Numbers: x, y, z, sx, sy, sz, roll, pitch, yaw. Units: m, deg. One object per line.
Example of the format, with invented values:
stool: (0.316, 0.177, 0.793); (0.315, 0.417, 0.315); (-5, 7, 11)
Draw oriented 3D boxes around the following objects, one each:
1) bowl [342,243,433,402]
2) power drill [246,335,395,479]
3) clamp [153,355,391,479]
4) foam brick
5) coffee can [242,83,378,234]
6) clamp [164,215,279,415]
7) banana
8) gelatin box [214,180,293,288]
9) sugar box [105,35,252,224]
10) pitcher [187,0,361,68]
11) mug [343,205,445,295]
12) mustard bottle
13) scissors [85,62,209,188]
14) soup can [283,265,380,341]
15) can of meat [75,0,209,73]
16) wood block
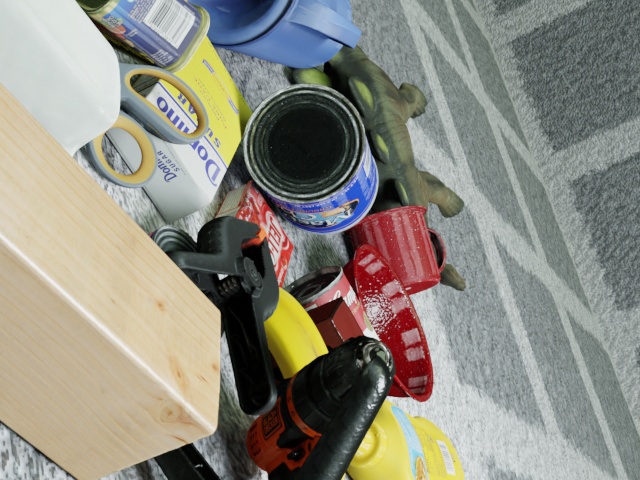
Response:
bowl: (0.049, 0.087, 1.022); (0.162, 0.055, 0.162); (53, 23, -33)
power drill: (0.009, 0.169, 0.671); (0.057, 0.185, 0.187); (3, 62, -21)
clamp: (-0.025, 0.166, 0.604); (0.036, 0.165, 0.210); (24, 54, -71)
foam brick: (-0.008, 0.087, 0.835); (0.053, 0.078, 0.051); (60, 20, -9)
coffee can: (-0.005, -0.068, 0.939); (0.140, 0.103, 0.103); (54, 15, -78)
clamp: (-0.064, 0.025, 0.709); (0.171, 0.039, 0.120); (-94, 158, -60)
banana: (-0.017, 0.107, 0.793); (0.037, 0.070, 0.198); (-26, 92, -49)
gelatin box: (-0.056, 0.001, 0.884); (0.073, 0.030, 0.089); (59, 20, -20)
sugar box: (-0.107, -0.096, 0.843); (0.093, 0.048, 0.176); (58, 19, -22)
pitcher: (-0.040, -0.234, 1.055); (0.242, 0.145, 0.149); (-4, 74, -73)
mug: (0.089, 0.016, 1.150); (0.117, 0.093, 0.081); (-4, 73, -39)
mustard bottle: (0.066, 0.190, 0.936); (0.191, 0.058, 0.096); (36, 33, -56)
scissors: (-0.169, -0.108, 0.715); (0.201, 0.016, 0.096); (29, 78, -21)
soup can: (0.011, 0.082, 0.907); (0.102, 0.069, 0.068); (62, 19, -14)
can of meat: (-0.144, -0.173, 0.768); (0.102, 0.057, 0.083); (31, -2, 38)
wood block: (-0.144, 0.021, 0.529); (0.206, 0.091, 0.090); (50, 24, -37)
